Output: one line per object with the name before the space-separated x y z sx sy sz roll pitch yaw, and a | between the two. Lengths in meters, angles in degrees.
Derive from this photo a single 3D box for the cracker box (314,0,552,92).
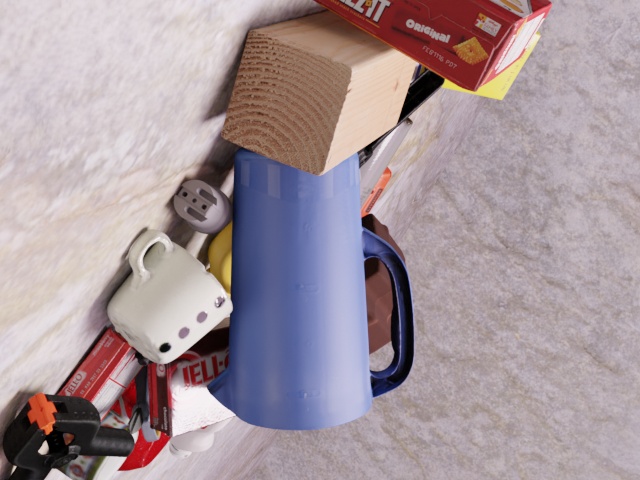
cracker box | 0.100 -0.207 0.921 0.072 0.164 0.213 -63 170 24

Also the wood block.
wood block | 0.008 -0.130 0.891 0.205 0.090 0.091 -39 149 -64

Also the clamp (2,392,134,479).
clamp | -0.225 0.173 0.878 0.120 0.039 0.171 -33 155 -10

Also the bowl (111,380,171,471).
bowl | -0.189 0.194 1.163 0.162 0.055 0.162 -55 172 -12

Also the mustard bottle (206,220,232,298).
mustard bottle | -0.057 0.002 1.077 0.192 0.058 0.096 -42 150 23

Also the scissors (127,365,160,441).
scissors | -0.170 0.144 1.005 0.202 0.016 0.096 96 -15 -74

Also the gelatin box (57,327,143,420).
gelatin box | -0.192 0.120 0.946 0.073 0.030 0.089 -54 171 -11

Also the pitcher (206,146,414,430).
pitcher | -0.009 0.035 0.946 0.148 0.145 0.243 -15 109 -51

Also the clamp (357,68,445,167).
clamp | 0.041 -0.102 1.121 0.164 0.036 0.210 -31 166 -50

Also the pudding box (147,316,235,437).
pudding box | -0.108 0.124 0.997 0.113 0.039 0.090 -12 107 -45
